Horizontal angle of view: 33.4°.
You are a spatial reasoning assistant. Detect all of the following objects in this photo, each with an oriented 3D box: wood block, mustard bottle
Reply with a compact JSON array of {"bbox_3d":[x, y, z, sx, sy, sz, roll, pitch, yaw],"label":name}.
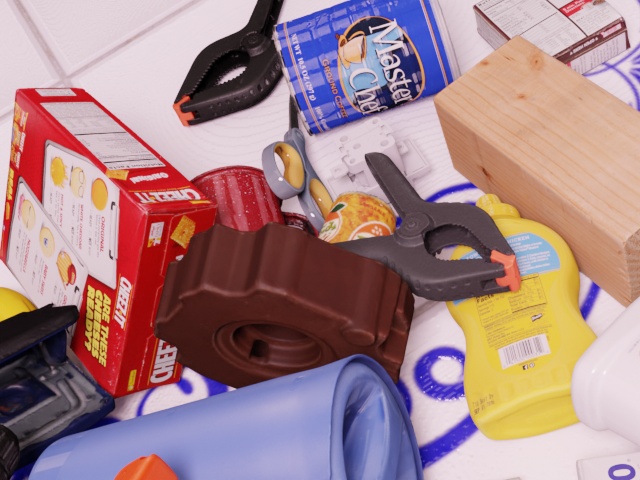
[{"bbox_3d":[0.187,-0.054,0.790,0.090,0.090,0.206,-37,49,-9],"label":"wood block"},{"bbox_3d":[0.137,0.041,0.754,0.096,0.058,0.191,-22,48,16],"label":"mustard bottle"}]

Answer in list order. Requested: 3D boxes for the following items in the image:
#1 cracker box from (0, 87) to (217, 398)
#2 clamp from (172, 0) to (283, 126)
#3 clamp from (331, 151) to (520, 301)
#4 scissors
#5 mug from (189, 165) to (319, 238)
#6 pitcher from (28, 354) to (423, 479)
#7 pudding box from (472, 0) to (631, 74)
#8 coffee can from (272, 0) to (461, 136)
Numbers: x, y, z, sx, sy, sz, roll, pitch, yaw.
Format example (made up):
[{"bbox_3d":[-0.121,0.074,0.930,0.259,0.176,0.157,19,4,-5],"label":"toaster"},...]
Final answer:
[{"bbox_3d":[-0.176,-0.005,0.847,0.071,0.164,0.214,-10,36,-39],"label":"cracker box"},{"bbox_3d":[-0.061,-0.189,1.034,0.210,0.036,0.165,-36,49,-8],"label":"clamp"},{"bbox_3d":[0.070,-0.009,0.765,0.172,0.039,0.120,13,64,29],"label":"clamp"},{"bbox_3d":[-0.012,-0.069,0.920,0.016,0.096,0.201,-33,14,19],"label":"scissors"},{"bbox_3d":[-0.056,0.001,0.854,0.117,0.093,0.081,1,49,-23],"label":"mug"},{"bbox_3d":[-0.060,0.158,0.688,0.243,0.149,0.145,-15,54,25],"label":"pitcher"},{"bbox_3d":[0.199,-0.187,0.929,0.090,0.039,0.114,-30,46,-3],"label":"pudding box"},{"bbox_3d":[0.041,-0.161,0.926,0.140,0.102,0.103,-18,48,8],"label":"coffee can"}]
